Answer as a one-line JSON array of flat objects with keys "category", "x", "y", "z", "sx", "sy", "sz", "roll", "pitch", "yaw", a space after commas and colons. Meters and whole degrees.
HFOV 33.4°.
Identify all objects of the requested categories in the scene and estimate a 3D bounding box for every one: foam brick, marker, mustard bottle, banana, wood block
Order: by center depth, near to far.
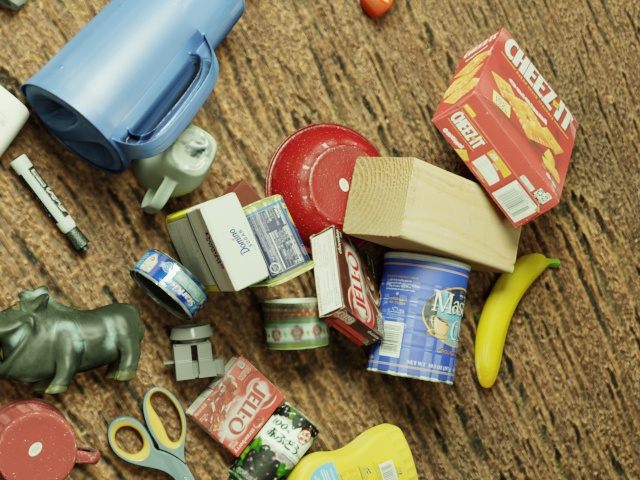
[{"category": "marker", "x": -0.286, "y": -0.037, "z": 1.136, "sx": 0.020, "sy": 0.020, "sz": 0.121, "roll": -39, "pitch": 101, "yaw": -19}, {"category": "foam brick", "x": -0.084, "y": -0.022, "z": 1.200, "sx": 0.078, "sy": 0.051, "sz": 0.053, "roll": 46, "pitch": 73, "yaw": -13}, {"category": "mustard bottle", "x": 0.015, "y": 0.286, "z": 1.220, "sx": 0.191, "sy": 0.058, "sz": 0.096, "roll": -18, "pitch": 98, "yaw": -22}, {"category": "wood block", "x": 0.134, "y": -0.027, "z": 1.230, "sx": 0.205, "sy": 0.091, "sz": 0.090, "roll": 17, "pitch": 81, "yaw": -43}, {"category": "banana", "x": 0.236, "y": 0.086, "z": 1.331, "sx": 0.069, "sy": 0.037, "sz": 0.197, "roll": 38, "pitch": 74, "yaw": -15}]

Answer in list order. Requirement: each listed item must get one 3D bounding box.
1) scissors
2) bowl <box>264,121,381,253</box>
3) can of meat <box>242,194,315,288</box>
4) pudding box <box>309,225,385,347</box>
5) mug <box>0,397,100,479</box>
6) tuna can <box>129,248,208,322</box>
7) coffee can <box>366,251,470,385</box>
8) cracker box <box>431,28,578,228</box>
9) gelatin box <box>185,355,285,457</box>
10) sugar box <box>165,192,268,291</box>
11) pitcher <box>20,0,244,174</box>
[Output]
[{"category": "scissors", "x": -0.167, "y": 0.260, "z": 1.158, "sx": 0.096, "sy": 0.016, "sz": 0.202, "roll": -15, "pitch": 85, "yaw": -16}, {"category": "bowl", "x": 0.020, "y": -0.062, "z": 1.242, "sx": 0.161, "sy": 0.055, "sz": 0.162, "roll": 1, "pitch": 86, "yaw": -22}, {"category": "can of meat", "x": -0.057, "y": 0.001, "z": 1.127, "sx": 0.057, "sy": 0.102, "sz": 0.084, "roll": -26, "pitch": 95, "yaw": -19}, {"category": "pudding box", "x": 0.030, "y": 0.052, "z": 1.205, "sx": 0.090, "sy": 0.039, "sz": 0.113, "roll": 40, "pitch": 32, "yaw": -47}, {"category": "mug", "x": -0.283, "y": 0.213, "z": 1.090, "sx": 0.117, "sy": 0.082, "sz": 0.093, "roll": 17, "pitch": 81, "yaw": -20}, {"category": "tuna can", "x": -0.162, "y": 0.048, "z": 1.146, "sx": 0.086, "sy": 0.086, "sz": 0.033, "roll": 44, "pitch": 71, "yaw": -14}, {"category": "coffee can", "x": 0.114, "y": 0.091, "z": 1.246, "sx": 0.102, "sy": 0.103, "sz": 0.140, "roll": 12, "pitch": 83, "yaw": -21}, {"category": "cracker box", "x": 0.225, "y": -0.139, "z": 1.260, "sx": 0.164, "sy": 0.072, "sz": 0.213, "roll": 50, "pitch": 34, "yaw": -13}, {"category": "gelatin box", "x": -0.094, "y": 0.184, "z": 1.196, "sx": 0.073, "sy": 0.030, "sz": 0.089, "roll": 45, "pitch": 73, "yaw": -14}, {"category": "sugar box", "x": -0.111, "y": 0.005, "z": 1.119, "sx": 0.048, "sy": 0.176, "sz": 0.093, "roll": -25, "pitch": 97, "yaw": -21}, {"category": "pitcher", "x": -0.181, "y": -0.193, "z": 1.124, "sx": 0.149, "sy": 0.145, "sz": 0.242, "roll": 41, "pitch": 71, "yaw": -12}]
